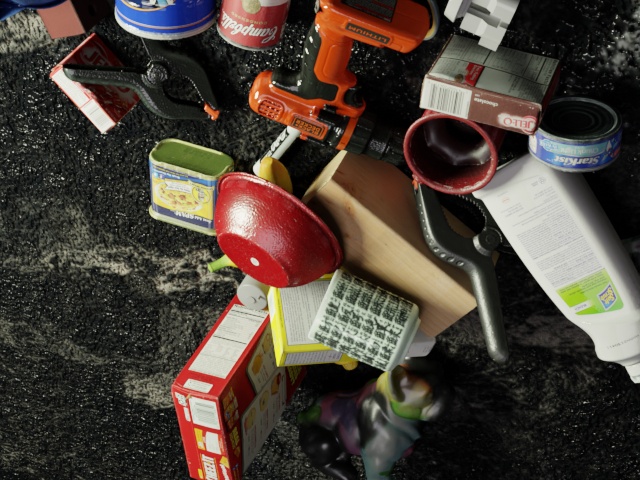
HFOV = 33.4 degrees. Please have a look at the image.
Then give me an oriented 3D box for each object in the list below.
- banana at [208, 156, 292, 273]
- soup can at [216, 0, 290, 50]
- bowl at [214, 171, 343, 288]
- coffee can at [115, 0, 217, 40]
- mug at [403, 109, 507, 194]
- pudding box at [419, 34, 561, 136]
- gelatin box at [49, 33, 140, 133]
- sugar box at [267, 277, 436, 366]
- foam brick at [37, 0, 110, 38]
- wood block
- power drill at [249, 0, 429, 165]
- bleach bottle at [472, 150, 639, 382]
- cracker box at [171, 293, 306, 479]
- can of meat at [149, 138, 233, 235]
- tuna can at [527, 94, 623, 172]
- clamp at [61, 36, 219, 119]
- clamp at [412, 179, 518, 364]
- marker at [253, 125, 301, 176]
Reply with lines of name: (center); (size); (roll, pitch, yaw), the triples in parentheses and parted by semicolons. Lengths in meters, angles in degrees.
banana: (-0.068, -0.026, 1.235); (0.037, 0.069, 0.198); (52, 136, 24)
soup can: (-0.060, -0.246, 1.038); (0.068, 0.068, 0.102); (24, 134, 7)
bowl: (-0.057, 0.001, 1.140); (0.162, 0.055, 0.162); (29, 156, 14)
coffee can: (-0.151, -0.281, 1.030); (0.103, 0.102, 0.140); (17, 133, 14)
mug: (0.132, -0.099, 1.054); (0.093, 0.081, 0.117); (36, 135, -5)
pudding box: (0.160, -0.146, 0.994); (0.113, 0.090, 0.039); (18, 131, 14)
gelatin box: (-0.247, -0.176, 1.190); (0.030, 0.073, 0.089); (-26, 112, 41)
sugar box: (0.034, 0.088, 1.200); (0.176, 0.093, 0.048); (-1, 149, -14)
foam brick: (-0.272, -0.263, 1.142); (0.051, 0.053, 0.078); (-3, 127, 29)
wood block: (0.081, -0.002, 1.157); (0.206, 0.090, 0.090); (39, 135, -8)
power drill: (0.037, -0.159, 1.048); (0.184, 0.057, 0.188); (20, 140, -9)
bleach bottle: (0.254, 0.028, 1.055); (0.103, 0.067, 0.251); (-30, 90, 40)
cracker box: (-0.095, 0.169, 1.307); (0.072, 0.213, 0.164); (12, 132, 20)
can of meat: (-0.150, -0.064, 1.248); (0.102, 0.057, 0.084); (16, 132, 15)
tuna can: (0.237, -0.101, 0.995); (0.086, 0.086, 0.034); (11, 130, 19)
clamp: (-0.176, -0.193, 1.145); (0.171, 0.039, 0.120); (24, 114, -21)
clamp: (0.181, 0.002, 1.109); (0.210, 0.164, 0.036); (52, 161, 8)
marker: (-0.038, -0.110, 1.177); (0.020, 0.020, 0.121); (38, 134, -7)
